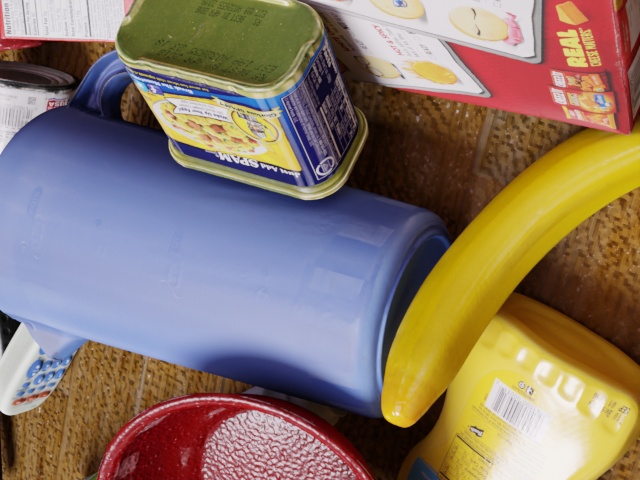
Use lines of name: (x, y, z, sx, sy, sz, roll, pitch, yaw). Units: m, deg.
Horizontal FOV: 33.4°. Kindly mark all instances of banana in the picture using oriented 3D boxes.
banana: (0.094, 0.003, 0.494, 0.198, 0.070, 0.037, -42, 111, 2)

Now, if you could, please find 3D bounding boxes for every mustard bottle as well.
mustard bottle: (0.088, 0.129, 0.547, 0.096, 0.058, 0.192, 33, 116, 27)

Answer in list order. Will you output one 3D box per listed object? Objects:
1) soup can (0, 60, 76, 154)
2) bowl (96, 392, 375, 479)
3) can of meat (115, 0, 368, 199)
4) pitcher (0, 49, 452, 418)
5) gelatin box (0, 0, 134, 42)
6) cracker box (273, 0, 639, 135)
soup can: (-0.197, -0.059, 0.691, 0.069, 0.068, 0.102, 21, 110, 28)
bowl: (-0.030, 0.137, 0.542, 0.162, 0.055, 0.162, 7, 113, 16)
can of meat: (-0.037, -0.072, 0.500, 0.102, 0.084, 0.057, 17, 67, 24)
pitcher: (-0.054, 0.001, 0.579, 0.243, 0.144, 0.149, 14, 140, 26)
gelatin box: (-0.139, -0.151, 0.604, 0.089, 0.030, 0.073, 5, 111, 14)
cracker box: (0.033, -0.129, 0.459, 0.214, 0.164, 0.072, 16, 76, 25)
